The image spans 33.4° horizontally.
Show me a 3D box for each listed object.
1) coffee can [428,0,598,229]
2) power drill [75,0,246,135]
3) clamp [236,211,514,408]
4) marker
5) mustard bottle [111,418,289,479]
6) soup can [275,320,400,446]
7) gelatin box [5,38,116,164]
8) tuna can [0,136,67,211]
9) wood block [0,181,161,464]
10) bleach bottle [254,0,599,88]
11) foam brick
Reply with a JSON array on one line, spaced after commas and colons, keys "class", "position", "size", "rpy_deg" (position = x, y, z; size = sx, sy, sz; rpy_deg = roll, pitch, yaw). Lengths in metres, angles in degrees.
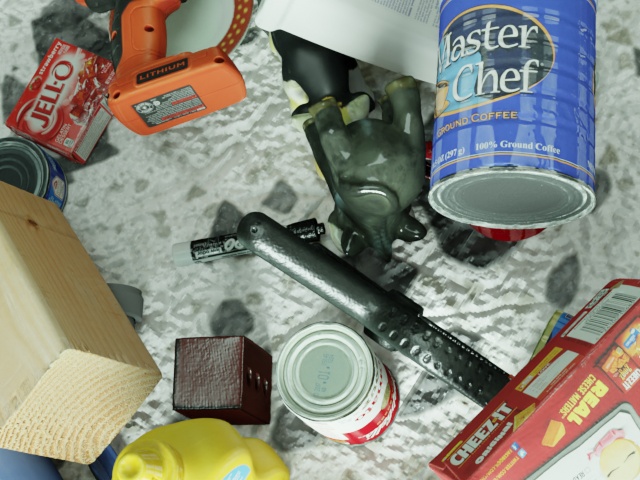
[{"class": "coffee can", "position": [0.123, -0.090, 0.677], "size": [0.103, 0.102, 0.140], "rpy_deg": [1, 72, 14]}, {"class": "power drill", "position": [-0.112, -0.187, 0.856], "size": [0.184, 0.057, 0.188], "rpy_deg": [-20, 59, 11]}, {"class": "clamp", "position": [0.042, 0.049, 0.705], "size": [0.210, 0.164, 0.036], "rpy_deg": [35, 93, 23]}, {"class": "marker", "position": [-0.055, 0.001, 0.826], "size": [0.121, 0.020, 0.020], "rpy_deg": [-10, 69, 11]}, {"class": "mustard bottle", "position": [-0.085, 0.159, 0.685], "size": [0.096, 0.191, 0.058], "rpy_deg": [-40, 67, -2]}, {"class": "soup can", "position": [0.013, 0.099, 0.730], "size": [0.068, 0.102, 0.068], "rpy_deg": [-4, 70, 12]}, {"class": "gelatin box", "position": [-0.212, -0.117, 0.901], "size": [0.073, 0.030, 0.089], "rpy_deg": [24, 78, 20]}, {"class": "tuna can", "position": [-0.256, -0.042, 0.883], "size": [0.086, 0.033, 0.086], "rpy_deg": [-5, 70, 13]}, {"class": "wood block", "position": [-0.211, 0.052, 0.771], "size": [0.090, 0.090, 0.206], "rpy_deg": [-50, 50, 12]}, {"class": "bleach bottle", "position": [0.086, -0.153, 0.771], "size": [0.250, 0.068, 0.102], "rpy_deg": [23, 65, -11]}, {"class": "foam brick", "position": [-0.068, 0.102, 0.764], "size": [0.051, 0.078, 0.053], "rpy_deg": [-3, 73, 12]}]
